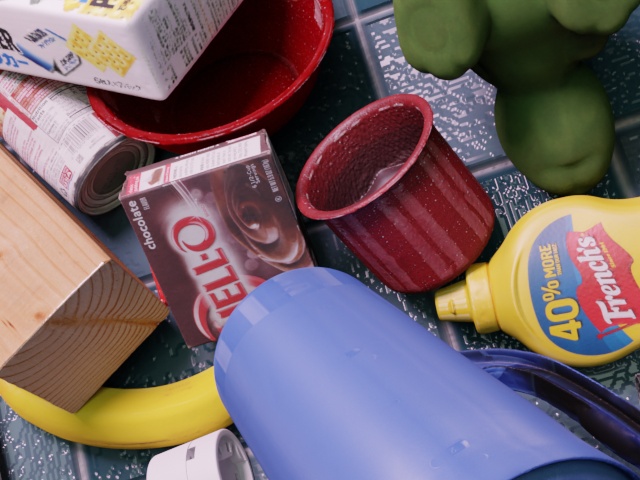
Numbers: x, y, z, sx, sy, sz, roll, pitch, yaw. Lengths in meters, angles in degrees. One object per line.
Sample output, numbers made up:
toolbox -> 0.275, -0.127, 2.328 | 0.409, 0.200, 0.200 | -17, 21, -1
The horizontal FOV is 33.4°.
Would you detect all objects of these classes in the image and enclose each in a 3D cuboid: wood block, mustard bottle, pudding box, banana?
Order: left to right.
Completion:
wood block -> -0.203, -0.001, 0.664 | 0.090, 0.090, 0.206 | -47, 62, -6
banana -> -0.116, 0.098, 0.669 | 0.198, 0.037, 0.069 | -10, 58, 11
pudding box -> -0.054, 0.001, 0.623 | 0.090, 0.039, 0.113 | -17, 118, 5
mustard bottle -> 0.160, 0.020, 0.599 | 0.192, 0.058, 0.096 | -11, 93, 13

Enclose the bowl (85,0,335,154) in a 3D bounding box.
bowl -> -0.063, -0.107, 0.673 | 0.162, 0.055, 0.162 | -10, 52, 13

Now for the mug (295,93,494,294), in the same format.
mug -> 0.048, -0.031, 0.621 | 0.093, 0.081, 0.117 | -26, 35, 28

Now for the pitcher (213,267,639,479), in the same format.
pitcher -> 0.046, 0.102, 0.530 | 0.145, 0.149, 0.243 | -61, 33, 8

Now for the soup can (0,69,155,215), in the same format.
soup can -> -0.166, -0.073, 0.701 | 0.102, 0.068, 0.068 | 41, 90, 19
